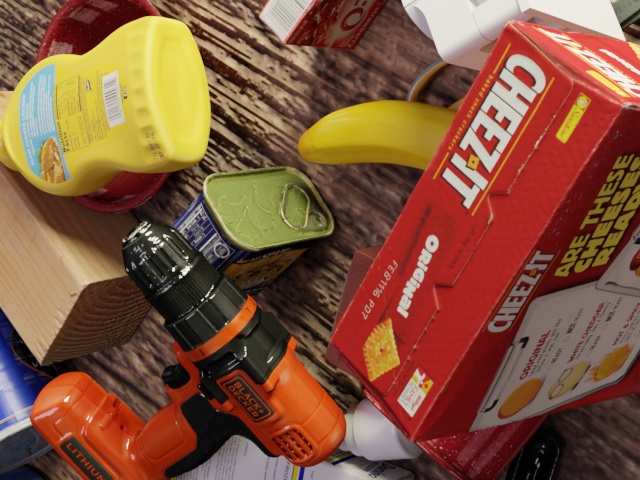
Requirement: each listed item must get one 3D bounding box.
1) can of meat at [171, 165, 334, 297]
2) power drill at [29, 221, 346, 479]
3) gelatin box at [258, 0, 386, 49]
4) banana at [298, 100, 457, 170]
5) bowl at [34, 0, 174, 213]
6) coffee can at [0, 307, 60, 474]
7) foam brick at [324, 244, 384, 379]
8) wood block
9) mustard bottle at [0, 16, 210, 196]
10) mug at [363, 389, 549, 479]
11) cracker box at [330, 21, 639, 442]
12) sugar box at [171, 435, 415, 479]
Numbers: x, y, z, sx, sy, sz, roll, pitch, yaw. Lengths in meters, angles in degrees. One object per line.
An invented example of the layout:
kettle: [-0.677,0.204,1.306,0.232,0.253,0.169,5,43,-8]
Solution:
can of meat: [-0.055,0.001,0.698,0.084,0.101,0.057,-43,71,35]
power drill: [-0.101,0.091,0.679,0.188,0.057,0.184,-30,105,35]
gelatin box: [0.015,-0.157,0.641,0.030,0.073,0.089,51,121,20]
banana: [0.066,-0.044,0.619,0.198,0.037,0.070,29,115,30]
bowl: [-0.138,-0.102,0.776,0.162,0.055,0.162,5,99,37]
coffee can: [-0.272,0.109,0.876,0.103,0.102,0.140,-43,70,33]
foam brick: [0.045,0.047,0.657,0.053,0.051,0.078,28,112,33]
wood block: [-0.220,-0.015,0.828,0.206,0.090,0.091,49,122,22]
mustard bottle: [-0.161,-0.081,0.723,0.192,0.058,0.096,-11,87,37]
mug: [0.076,0.076,0.597,0.117,0.093,0.081,40,89,-3]
cracker box: [0.126,-0.003,0.486,0.072,0.213,0.164,46,122,35]
sugar box: [-0.024,0.176,0.731,0.176,0.048,0.093,15,103,32]
